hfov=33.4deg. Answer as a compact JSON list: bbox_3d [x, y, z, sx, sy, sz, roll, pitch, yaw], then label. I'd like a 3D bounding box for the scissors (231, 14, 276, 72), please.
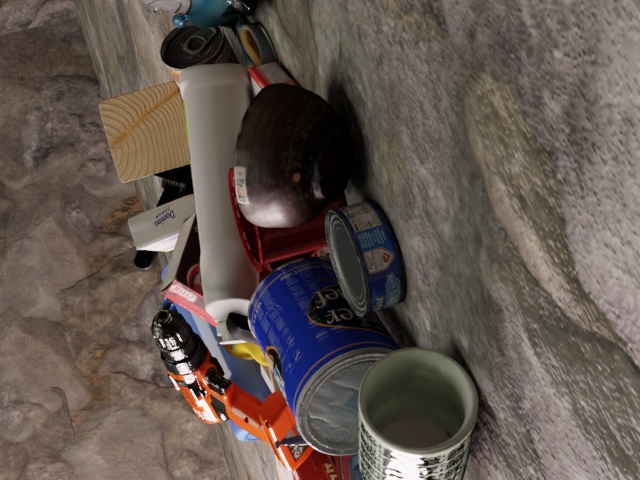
[{"bbox_3d":[-0.078,-0.198,1.077,0.202,0.016,0.096,-126,23,-57],"label":"scissors"}]

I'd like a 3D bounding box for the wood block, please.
[{"bbox_3d":[-0.166,-0.131,1.208,0.206,0.091,0.090,-52,-53,-77],"label":"wood block"}]

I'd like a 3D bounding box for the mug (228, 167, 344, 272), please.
[{"bbox_3d":[-0.027,-0.019,0.931,0.093,0.081,0.117,-120,19,-47],"label":"mug"}]

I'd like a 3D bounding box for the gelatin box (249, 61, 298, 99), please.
[{"bbox_3d":[-0.035,-0.108,0.973,0.073,0.030,0.089,-125,23,-52],"label":"gelatin box"}]

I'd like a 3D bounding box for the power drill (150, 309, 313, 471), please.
[{"bbox_3d":[-0.095,0.164,1.170,0.188,0.057,0.184,25,152,37],"label":"power drill"}]

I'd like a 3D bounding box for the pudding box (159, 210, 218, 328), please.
[{"bbox_3d":[-0.118,0.032,1.160,0.039,0.090,0.113,-37,29,37],"label":"pudding box"}]

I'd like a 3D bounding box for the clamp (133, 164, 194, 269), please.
[{"bbox_3d":[-0.189,-0.083,1.387,0.165,0.036,0.209,97,-164,-45],"label":"clamp"}]

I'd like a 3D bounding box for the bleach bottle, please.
[{"bbox_3d":[-0.089,-0.030,0.998,0.102,0.068,0.251,89,176,-81],"label":"bleach bottle"}]

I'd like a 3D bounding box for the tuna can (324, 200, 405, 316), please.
[{"bbox_3d":[0.034,0.013,0.822,0.086,0.033,0.086,163,90,-78],"label":"tuna can"}]

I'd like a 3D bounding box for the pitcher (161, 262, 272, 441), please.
[{"bbox_3d":[-0.105,0.128,1.346,0.149,0.145,0.243,105,143,-66],"label":"pitcher"}]

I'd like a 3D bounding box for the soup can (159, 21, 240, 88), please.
[{"bbox_3d":[-0.112,-0.167,1.090,0.068,0.068,0.102,64,-179,37],"label":"soup can"}]

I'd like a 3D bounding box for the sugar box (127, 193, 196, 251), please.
[{"bbox_3d":[-0.158,-0.019,1.325,0.176,0.093,0.048,17,-126,-74],"label":"sugar box"}]

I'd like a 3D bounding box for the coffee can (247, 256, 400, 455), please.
[{"bbox_3d":[0.008,0.092,0.881,0.140,0.102,0.103,-123,20,-53],"label":"coffee can"}]
